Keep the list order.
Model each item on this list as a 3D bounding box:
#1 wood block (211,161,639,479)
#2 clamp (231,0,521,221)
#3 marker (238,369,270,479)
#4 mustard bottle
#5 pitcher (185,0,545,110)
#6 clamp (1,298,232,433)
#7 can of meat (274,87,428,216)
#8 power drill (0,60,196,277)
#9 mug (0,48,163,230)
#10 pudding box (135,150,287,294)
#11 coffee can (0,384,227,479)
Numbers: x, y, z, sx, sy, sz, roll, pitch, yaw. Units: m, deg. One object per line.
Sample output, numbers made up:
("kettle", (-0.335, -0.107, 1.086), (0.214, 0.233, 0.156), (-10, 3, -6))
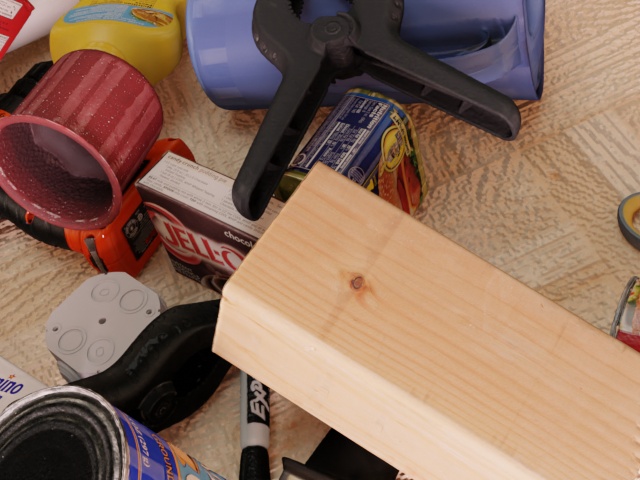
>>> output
("wood block", (0.058, 0.062, 0.541), (0.206, 0.090, 0.090), (32, 63, 7))
("clamp", (0.021, -0.113, 0.636), (0.164, 0.036, 0.210), (-11, 56, 5))
("marker", (-0.039, 0.096, 0.634), (0.020, 0.020, 0.121), (-9, 51, 8))
("mustard bottle", (-0.149, -0.152, 0.798), (0.096, 0.058, 0.191), (5, 31, 2))
("pitcher", (0.032, -0.149, 0.740), (0.243, 0.149, 0.145), (-3, 79, 17))
("clamp", (-0.106, 0.085, 0.600), (0.039, 0.120, 0.171), (33, 65, 22))
("can of meat", (0.022, -0.031, 0.668), (0.058, 0.102, 0.083), (18, 57, 28))
("power drill", (-0.184, -0.052, 0.772), (0.188, 0.057, 0.184), (14, 57, 27))
("mug", (-0.159, -0.063, 0.684), (0.117, 0.093, 0.081), (-27, 28, 43))
("pudding box", (-0.054, 0.001, 0.669), (0.114, 0.090, 0.039), (22, 60, 29))
("coffee can", (-0.095, 0.145, 0.519), (0.103, 0.140, 0.103), (-16, 52, 22))
